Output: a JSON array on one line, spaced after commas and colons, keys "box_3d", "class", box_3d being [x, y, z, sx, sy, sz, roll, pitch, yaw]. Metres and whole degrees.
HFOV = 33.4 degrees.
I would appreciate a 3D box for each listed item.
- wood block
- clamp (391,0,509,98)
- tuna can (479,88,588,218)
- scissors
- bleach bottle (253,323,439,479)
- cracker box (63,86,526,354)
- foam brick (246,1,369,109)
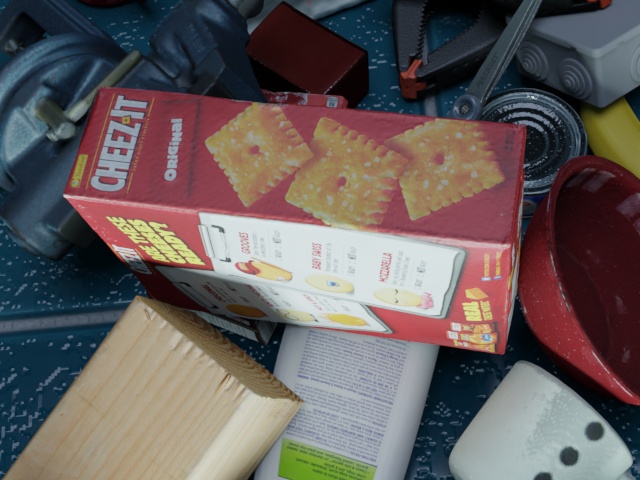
[{"box_3d": [-0.114, 0.142, 0.590, 0.091, 0.090, 0.206, 37, 91, 19], "class": "wood block"}, {"box_3d": [0.107, -0.195, 0.789, 0.165, 0.036, 0.210, 33, 72, 22], "class": "clamp"}, {"box_3d": [0.137, -0.060, 0.725, 0.086, 0.034, 0.086, -2, 65, 4], "class": "tuna can"}, {"box_3d": [0.078, -0.083, 0.711, 0.096, 0.016, 0.202, 17, 90, 27], "class": "scissors"}, {"box_3d": [0.002, 0.123, 0.638, 0.103, 0.068, 0.250, 14, 70, 14], "class": "bleach bottle"}, {"box_3d": [-0.002, -0.008, 0.567, 0.214, 0.164, 0.072, 8, 69, 12], "class": "cracker box"}, {"box_3d": [-0.011, -0.121, 0.757, 0.078, 0.053, 0.051, 34, 72, 20], "class": "foam brick"}]
